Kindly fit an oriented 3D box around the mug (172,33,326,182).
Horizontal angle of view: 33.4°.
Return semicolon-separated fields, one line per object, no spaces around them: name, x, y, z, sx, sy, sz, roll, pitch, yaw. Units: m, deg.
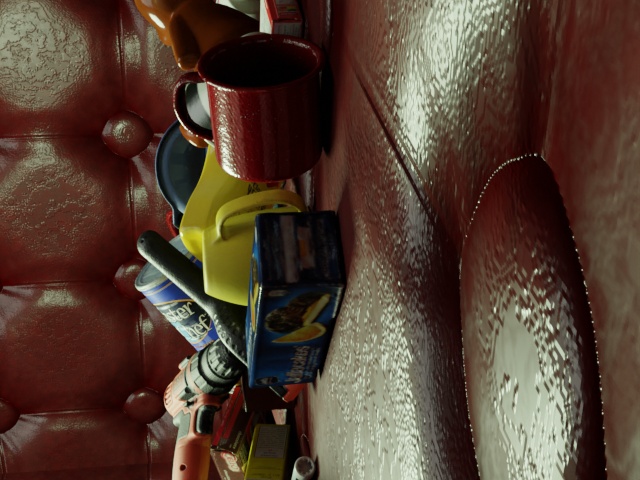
mug;-0.052;-0.096;0.787;0.093;0.117;0.081;-74;-16;-54

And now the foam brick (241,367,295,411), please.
foam brick;-0.056;0.139;1.115;0.078;0.053;0.051;-113;22;-73

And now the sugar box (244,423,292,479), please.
sugar box;-0.056;0.268;1.075;0.176;0.048;0.093;-75;-13;-71

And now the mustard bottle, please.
mustard bottle;-0.072;-0.068;1.014;0.096;0.058;0.191;46;-129;-48

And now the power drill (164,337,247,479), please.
power drill;-0.114;0.199;1.057;0.185;0.057;0.187;132;145;-56

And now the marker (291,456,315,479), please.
marker;-0.019;0.227;0.993;0.121;0.020;0.020;102;164;-62

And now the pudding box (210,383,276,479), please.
pudding box;-0.081;0.226;1.185;0.113;0.039;0.090;80;-155;-48

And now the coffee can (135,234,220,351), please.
coffee can;-0.140;0.070;1.294;0.140;0.103;0.103;49;-174;-19

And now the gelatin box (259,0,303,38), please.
gelatin box;-0.034;-0.172;0.932;0.073;0.030;0.089;-103;13;-48

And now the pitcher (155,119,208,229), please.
pitcher;-0.118;-0.109;1.280;0.243;0.149;0.145;-114;7;-78

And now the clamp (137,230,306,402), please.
clamp;-0.081;0.069;0.997;0.036;0.164;0.210;-52;43;12
